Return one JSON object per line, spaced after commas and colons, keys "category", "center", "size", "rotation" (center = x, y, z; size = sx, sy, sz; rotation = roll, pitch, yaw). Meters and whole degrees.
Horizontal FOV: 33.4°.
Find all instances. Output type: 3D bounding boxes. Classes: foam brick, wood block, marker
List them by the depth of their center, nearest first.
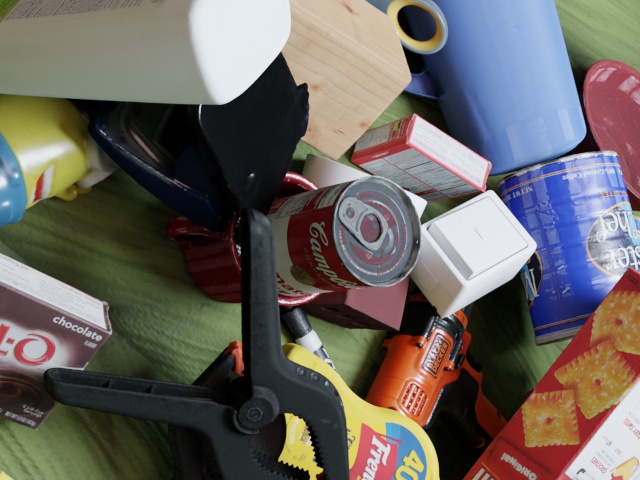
{"category": "wood block", "center": [-0.046, -0.156, 0.761], "size": [0.205, 0.090, 0.091], "rotation": [27, 33, -29]}
{"category": "foam brick", "center": [0.024, 0.035, 0.813], "size": [0.078, 0.053, 0.051], "rotation": [29, 66, -49]}
{"category": "marker", "center": [0.002, 0.099, 0.821], "size": [0.020, 0.020, 0.121], "rotation": [-36, 104, -33]}

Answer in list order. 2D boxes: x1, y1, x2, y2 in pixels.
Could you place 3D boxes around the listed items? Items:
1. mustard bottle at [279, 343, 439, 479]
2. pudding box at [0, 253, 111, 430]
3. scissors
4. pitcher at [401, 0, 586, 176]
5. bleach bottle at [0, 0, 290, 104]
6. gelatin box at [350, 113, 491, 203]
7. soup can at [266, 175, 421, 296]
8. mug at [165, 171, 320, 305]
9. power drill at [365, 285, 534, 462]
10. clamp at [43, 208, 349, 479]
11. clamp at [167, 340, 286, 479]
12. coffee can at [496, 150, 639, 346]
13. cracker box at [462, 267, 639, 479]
{"category": "mustard bottle", "center": [0.028, 0.164, 0.783], "size": [0.191, 0.058, 0.096], "rotation": [35, 80, -14]}
{"category": "pudding box", "center": [-0.198, 0.056, 0.647], "size": [0.113, 0.039, 0.090], "rotation": [28, 114, -31]}
{"category": "scissors", "center": [0.031, -0.208, 0.825], "size": [0.201, 0.096, 0.016], "rotation": [65, 23, -23]}
{"category": "pitcher", "center": [0.126, -0.178, 0.891], "size": [0.144, 0.149, 0.243], "rotation": [-32, 106, -49]}
{"category": "bleach bottle", "center": [-0.150, -0.124, 0.618], "size": [0.102, 0.251, 0.068], "rotation": [-56, 142, -44]}
{"category": "gelatin box", "center": [0.082, -0.064, 0.866], "size": [0.089, 0.073, 0.030], "rotation": [27, 68, -29]}
{"category": "soup can", "center": [0.006, 0.000, 0.684], "size": [0.068, 0.102, 0.068], "rotation": [5, 81, -35]}
{"category": "mug", "center": [-0.055, 0.001, 0.756], "size": [0.117, 0.082, 0.093], "rotation": [9, 78, -34]}
{"category": "power drill", "center": [0.134, 0.113, 0.891], "size": [0.187, 0.057, 0.184], "rotation": [40, 63, -22]}
{"category": "clamp", "center": [-0.056, 0.103, 0.666], "size": [0.164, 0.036, 0.210], "rotation": [-33, 114, -3]}
{"category": "clamp", "center": [-0.057, 0.157, 0.718], "size": [0.120, 0.039, 0.171], "rotation": [16, 97, -17]}
{"category": "coffee can", "center": [0.212, 0.008, 0.883], "size": [0.102, 0.103, 0.140], "rotation": [-6, 79, -35]}
{"category": "cracker box", "center": [0.224, 0.145, 0.814], "size": [0.164, 0.072, 0.214], "rotation": [30, 100, -43]}
